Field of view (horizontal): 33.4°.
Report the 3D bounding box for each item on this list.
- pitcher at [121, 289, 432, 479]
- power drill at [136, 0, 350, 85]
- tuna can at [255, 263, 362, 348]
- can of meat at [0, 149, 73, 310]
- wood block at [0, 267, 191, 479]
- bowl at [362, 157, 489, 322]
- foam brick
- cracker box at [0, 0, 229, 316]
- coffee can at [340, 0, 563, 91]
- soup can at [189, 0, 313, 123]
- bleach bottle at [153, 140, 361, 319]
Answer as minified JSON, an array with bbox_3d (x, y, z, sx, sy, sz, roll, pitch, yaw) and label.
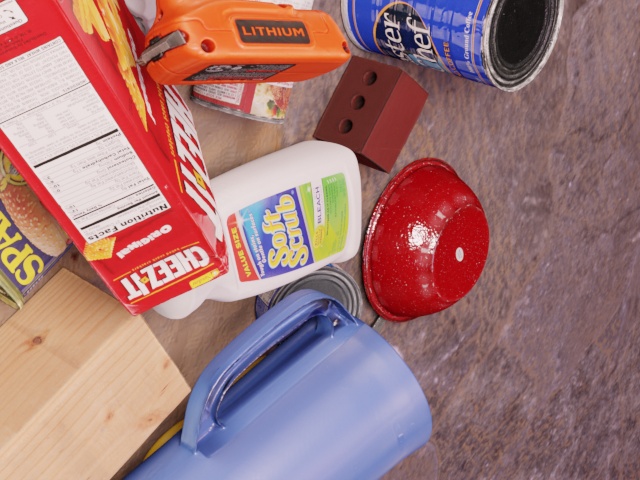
[{"bbox_3d":[-0.047,0.158,0.779,0.242,0.149,0.145,-35,171,-29],"label":"pitcher"},{"bbox_3d":[-0.038,-0.178,0.559,0.184,0.057,0.187,-9,87,-32],"label":"power drill"},{"bbox_3d":[-0.011,0.055,0.888,0.086,0.034,0.086,-10,116,-22],"label":"tuna can"},{"bbox_3d":[-0.188,-0.023,0.641,0.083,0.058,0.102,-51,140,-22],"label":"can of meat"},{"bbox_3d":[-0.195,0.129,0.685,0.206,0.091,0.090,-47,139,-22],"label":"wood block"},{"bbox_3d":[0.110,0.006,0.998,0.161,0.055,0.162,-20,117,-44],"label":"bowl"},{"bbox_3d":[0.042,-0.103,0.873,0.051,0.053,0.078,30,85,-52],"label":"foam brick"},{"bbox_3d":[-0.129,-0.089,0.583,0.072,0.164,0.213,-23,135,5],"label":"cracker box"},{"bbox_3d":[0.101,-0.182,0.828,0.102,0.140,0.103,-26,128,-39],"label":"coffee can"},{"bbox_3d":[-0.046,-0.139,0.737,0.068,0.069,0.102,1,108,-50],"label":"soup can"},{"bbox_3d":[-0.055,0.001,0.753,0.250,0.068,0.102,-31,125,-56],"label":"bleach bottle"}]
